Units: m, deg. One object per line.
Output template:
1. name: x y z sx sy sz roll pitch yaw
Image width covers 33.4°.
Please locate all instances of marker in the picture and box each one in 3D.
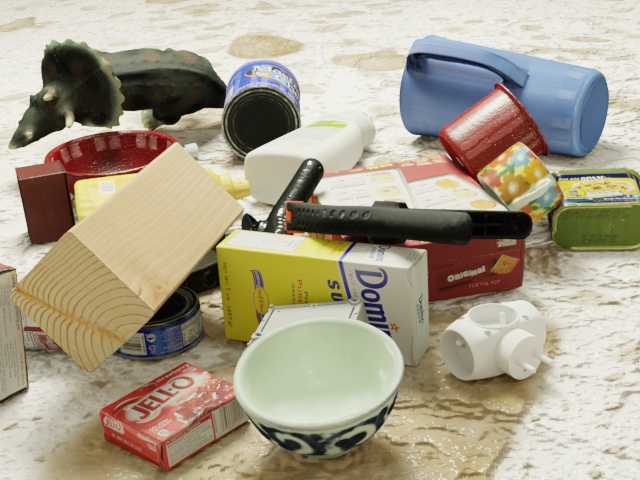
1. marker: -0.217 -0.105 1.379 0.121 0.020 0.020 -14 25 -22

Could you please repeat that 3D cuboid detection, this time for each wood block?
1. wood block: -0.155 0.008 0.896 0.090 0.091 0.205 -41 8 28

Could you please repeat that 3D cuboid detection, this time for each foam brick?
1. foam brick: -0.303 -0.042 1.179 0.051 0.078 0.053 -12 23 -17

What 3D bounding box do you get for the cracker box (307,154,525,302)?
1. cracker box: 0.083 -0.011 1.050 0.164 0.072 0.214 -9 25 -11

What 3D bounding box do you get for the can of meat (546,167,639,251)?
1. can of meat: 0.279 -0.031 1.079 0.102 0.057 0.084 -1 26 8

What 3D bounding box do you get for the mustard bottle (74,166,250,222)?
1. mustard bottle: -0.173 -0.045 1.185 0.191 0.058 0.096 -9 28 -10

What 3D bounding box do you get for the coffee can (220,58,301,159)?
1. coffee can: -0.077 -0.174 1.408 0.103 0.103 0.140 -4 24 0

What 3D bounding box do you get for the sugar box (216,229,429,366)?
1. sugar box: 0.002 0.047 0.901 0.176 0.093 0.048 7 26 24

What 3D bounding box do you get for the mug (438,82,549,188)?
1. mug: 0.185 -0.094 1.116 0.081 0.117 0.093 -36 11 2

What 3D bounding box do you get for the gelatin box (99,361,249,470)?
1. gelatin box: -0.110 0.131 0.807 0.073 0.030 0.089 17 31 40

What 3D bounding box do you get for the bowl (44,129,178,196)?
1. bowl: -0.248 -0.084 1.290 0.162 0.055 0.162 -4 23 1

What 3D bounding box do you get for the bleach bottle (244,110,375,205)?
1. bleach bottle: 0.009 -0.112 1.306 0.103 0.068 0.250 8 24 26

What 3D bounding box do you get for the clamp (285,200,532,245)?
1. clamp: 0.068 -0.015 0.910 0.210 0.036 0.164 4 2 35

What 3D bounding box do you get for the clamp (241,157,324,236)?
1. clamp: -0.057 0.001 1.045 0.039 0.120 0.171 35 46 -12

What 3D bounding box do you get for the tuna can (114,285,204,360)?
1. tuna can: -0.147 0.071 0.946 0.086 0.034 0.086 -4 24 1

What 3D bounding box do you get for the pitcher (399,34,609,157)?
1. pitcher: 0.226 -0.182 1.336 0.243 0.145 0.149 15 27 31

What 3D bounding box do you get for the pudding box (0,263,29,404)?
1. pudding box: -0.286 0.069 0.876 0.090 0.113 0.039 13 26 34
